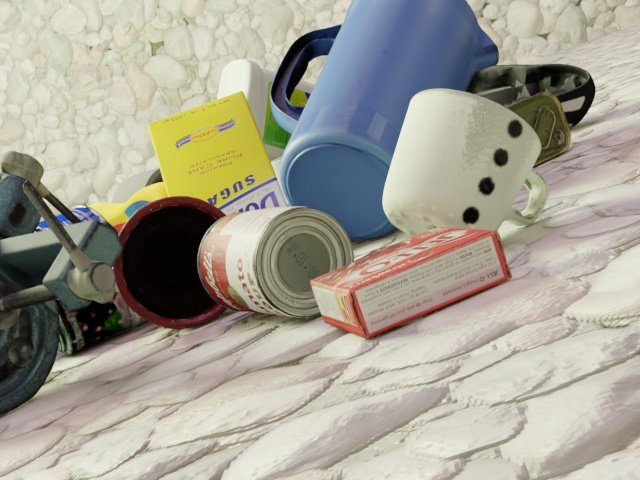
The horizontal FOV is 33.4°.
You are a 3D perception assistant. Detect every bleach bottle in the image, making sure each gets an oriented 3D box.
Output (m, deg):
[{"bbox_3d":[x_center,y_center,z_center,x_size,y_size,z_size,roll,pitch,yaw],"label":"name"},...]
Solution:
[{"bbox_3d":[0.011,-0.120,1.152,0.250,0.102,0.068,8,-1,-33],"label":"bleach bottle"}]

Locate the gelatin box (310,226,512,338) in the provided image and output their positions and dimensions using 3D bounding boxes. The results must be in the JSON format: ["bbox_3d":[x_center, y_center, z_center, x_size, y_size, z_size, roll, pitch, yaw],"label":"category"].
[{"bbox_3d":[0.047,0.020,0.578,0.089,0.030,0.073,-22,8,-14],"label":"gelatin box"}]

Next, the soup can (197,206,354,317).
[{"bbox_3d":[-0.030,0.014,0.678,0.068,0.068,0.102,-23,9,-24],"label":"soup can"}]

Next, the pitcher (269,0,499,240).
[{"bbox_3d":[0.041,-0.114,0.907,0.149,0.145,0.242,-35,20,40],"label":"pitcher"}]

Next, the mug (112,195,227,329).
[{"bbox_3d":[-0.095,0.018,0.782,0.117,0.093,0.082,9,-4,-13],"label":"mug"}]

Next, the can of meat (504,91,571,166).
[{"bbox_3d":[0.156,-0.087,0.950,0.101,0.057,0.084,-25,7,-31],"label":"can of meat"}]

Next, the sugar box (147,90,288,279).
[{"bbox_3d":[-0.082,-0.043,0.898,0.093,0.048,0.176,-21,49,-3],"label":"sugar box"}]
